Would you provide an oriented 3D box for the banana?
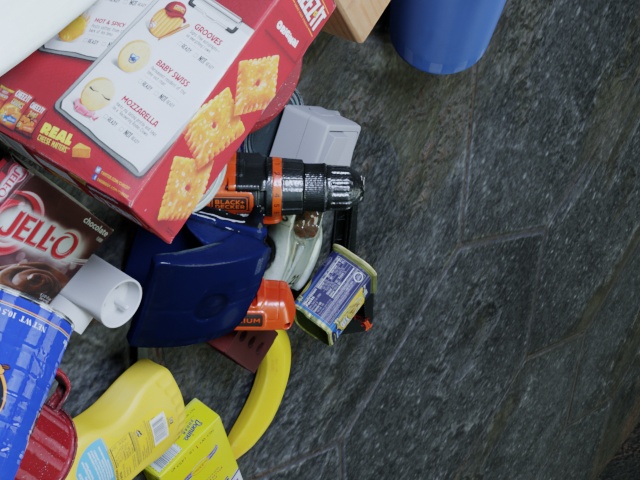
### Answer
[{"bbox_3d":[-0.070,0.164,1.218,0.069,0.037,0.198,-3,117,-28],"label":"banana"}]

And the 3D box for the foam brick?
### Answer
[{"bbox_3d":[-0.089,0.095,1.106,0.053,0.051,0.078,-58,151,-9],"label":"foam brick"}]

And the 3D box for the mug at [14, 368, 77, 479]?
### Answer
[{"bbox_3d":[-0.248,0.149,0.857,0.117,0.093,0.081,-51,145,-13],"label":"mug"}]

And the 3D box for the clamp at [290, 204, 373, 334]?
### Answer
[{"bbox_3d":[0.011,0.060,1.253,0.164,0.036,0.210,-49,145,-19],"label":"clamp"}]

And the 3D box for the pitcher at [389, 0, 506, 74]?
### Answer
[{"bbox_3d":[0.125,-0.276,1.032,0.243,0.145,0.149,94,19,-67],"label":"pitcher"}]

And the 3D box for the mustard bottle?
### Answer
[{"bbox_3d":[-0.204,0.196,0.956,0.191,0.058,0.096,-42,142,-38],"label":"mustard bottle"}]

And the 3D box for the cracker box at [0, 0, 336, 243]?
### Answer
[{"bbox_3d":[-0.116,-0.127,0.757,0.213,0.164,0.072,-56,152,-11],"label":"cracker box"}]

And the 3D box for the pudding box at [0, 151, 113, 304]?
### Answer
[{"bbox_3d":[-0.223,-0.003,0.805,0.090,0.039,0.113,-49,151,-2],"label":"pudding box"}]

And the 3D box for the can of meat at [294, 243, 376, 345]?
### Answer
[{"bbox_3d":[0.014,0.062,1.157,0.084,0.057,0.102,-53,168,-12],"label":"can of meat"}]

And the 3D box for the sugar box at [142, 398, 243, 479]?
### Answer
[{"bbox_3d":[-0.137,0.260,1.173,0.093,0.048,0.176,-44,144,-24],"label":"sugar box"}]

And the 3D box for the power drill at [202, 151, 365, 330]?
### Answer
[{"bbox_3d":[-0.056,0.001,0.981,0.057,0.184,0.188,-90,-177,-49],"label":"power drill"}]

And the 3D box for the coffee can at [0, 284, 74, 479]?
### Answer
[{"bbox_3d":[-0.249,0.109,0.764,0.102,0.103,0.140,54,49,-58],"label":"coffee can"}]
